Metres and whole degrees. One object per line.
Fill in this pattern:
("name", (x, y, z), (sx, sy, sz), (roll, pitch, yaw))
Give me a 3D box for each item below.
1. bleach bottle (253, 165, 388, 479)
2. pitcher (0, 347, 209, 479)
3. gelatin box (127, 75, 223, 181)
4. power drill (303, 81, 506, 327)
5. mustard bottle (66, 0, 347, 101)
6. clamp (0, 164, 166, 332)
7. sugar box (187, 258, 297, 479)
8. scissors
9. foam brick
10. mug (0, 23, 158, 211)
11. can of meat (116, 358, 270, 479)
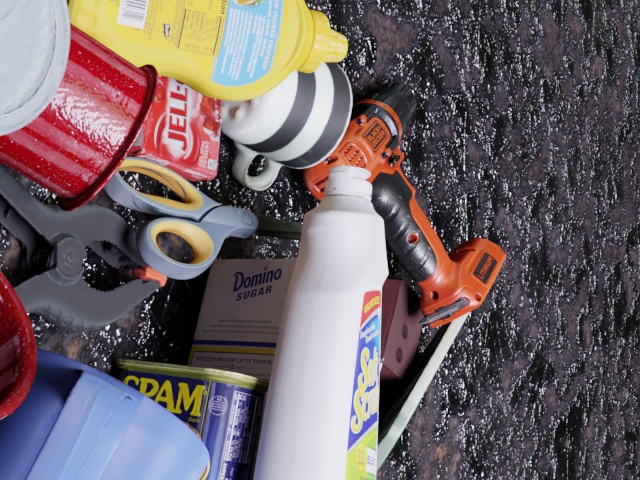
("bleach bottle", (0.004, 0.074, 0.661), (0.102, 0.068, 0.251), (38, 56, -66))
("pitcher", (-0.161, 0.179, 0.522), (0.149, 0.145, 0.242), (55, 49, -43))
("gelatin box", (-0.099, -0.091, 0.715), (0.073, 0.030, 0.089), (18, 74, -53))
("power drill", (0.077, -0.034, 0.902), (0.187, 0.057, 0.184), (51, 38, -9))
("mustard bottle", (-0.068, -0.139, 0.669), (0.191, 0.058, 0.096), (7, 96, -29))
("clamp", (-0.160, 0.001, 0.617), (0.171, 0.039, 0.120), (0, 92, -55))
("sugar box", (-0.048, 0.100, 0.728), (0.048, 0.093, 0.176), (39, 58, -49))
("scissors", (-0.055, 0.001, 0.702), (0.201, 0.016, 0.096), (22, 39, -37))
("foam brick", (0.051, 0.077, 0.910), (0.053, 0.051, 0.078), (43, 55, -47))
("mug", (-0.150, -0.078, 0.573), (0.081, 0.117, 0.093), (32, 91, -28))
("can of meat", (-0.087, 0.122, 0.665), (0.057, 0.102, 0.084), (26, 70, -53))
